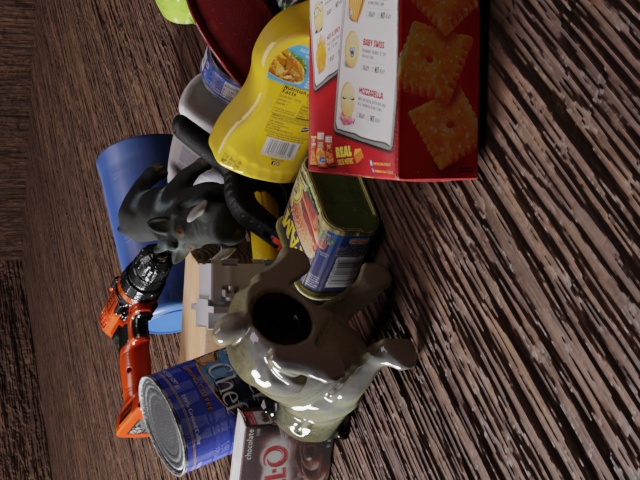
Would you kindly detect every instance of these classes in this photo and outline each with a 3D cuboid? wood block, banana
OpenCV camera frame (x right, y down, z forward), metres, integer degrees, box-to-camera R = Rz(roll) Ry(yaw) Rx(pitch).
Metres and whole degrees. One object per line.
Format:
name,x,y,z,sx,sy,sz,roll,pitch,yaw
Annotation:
wood block,-0.099,0.113,1.161,0.090,0.090,0.206,-134,46,-60
banana,-0.057,-0.016,1.098,0.198,0.037,0.070,-105,15,-54

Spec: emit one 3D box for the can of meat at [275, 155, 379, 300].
can of meat,0.007,-0.014,0.923,0.084,0.057,0.102,112,149,-43

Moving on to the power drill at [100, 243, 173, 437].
power drill,-0.201,0.117,1.219,0.185,0.057,0.187,128,138,-50

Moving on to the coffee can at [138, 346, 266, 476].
coffee can,-0.094,0.158,1.053,0.103,0.140,0.103,40,139,46

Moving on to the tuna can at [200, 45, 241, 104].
tuna can,-0.077,-0.177,1.081,0.034,0.086,0.086,120,142,-52

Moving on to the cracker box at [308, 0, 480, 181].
cracker box,0.051,-0.152,0.774,0.164,0.072,0.214,-166,76,-68

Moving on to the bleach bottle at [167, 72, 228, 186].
bleach bottle,-0.134,-0.084,1.210,0.068,0.102,0.251,-58,3,-32

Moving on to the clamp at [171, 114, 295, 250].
clamp,-0.075,-0.068,1.053,0.039,0.120,0.171,109,147,-57

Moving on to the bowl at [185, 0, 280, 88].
bowl,-0.053,-0.193,0.988,0.055,0.162,0.162,-34,50,18

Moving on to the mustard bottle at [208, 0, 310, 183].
mustard bottle,-0.016,-0.140,0.901,0.192,0.096,0.058,-60,35,29

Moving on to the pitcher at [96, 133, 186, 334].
pitcher,-0.200,-0.012,1.382,0.149,0.145,0.243,108,150,-67

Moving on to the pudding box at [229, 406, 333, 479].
pudding box,-0.038,0.211,1.012,0.039,0.089,0.113,-134,47,-61
